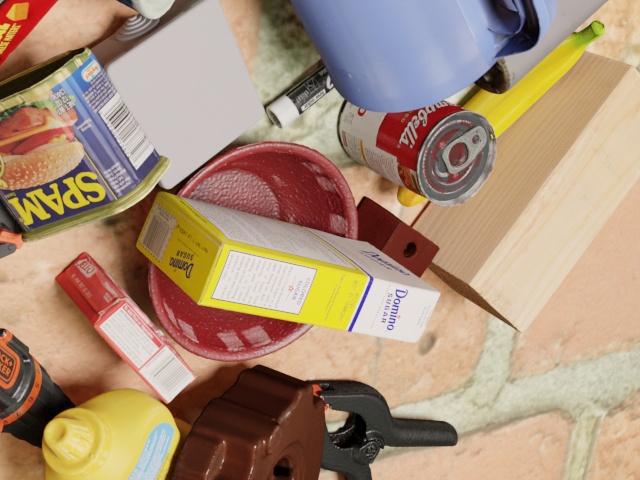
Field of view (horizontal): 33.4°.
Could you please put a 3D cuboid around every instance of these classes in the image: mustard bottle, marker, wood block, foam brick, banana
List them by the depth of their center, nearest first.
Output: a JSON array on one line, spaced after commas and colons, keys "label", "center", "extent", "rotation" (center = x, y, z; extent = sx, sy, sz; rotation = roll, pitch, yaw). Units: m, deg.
[{"label": "mustard bottle", "center": [-0.132, 0.149, 0.707], "extent": [0.096, 0.058, 0.191], "rotation": [-57, 156, -13]}, {"label": "marker", "center": [0.013, -0.121, 0.754], "extent": [0.121, 0.020, 0.020], "rotation": [-39, 128, -13]}, {"label": "foam brick", "center": [0.042, 0.017, 0.817], "extent": [0.052, 0.051, 0.078], "rotation": [33, 91, -40]}, {"label": "banana", "center": [0.130, -0.099, 0.817], "extent": [0.198, 0.069, 0.037], "rotation": [-44, 85, 4]}, {"label": "wood block", "center": [0.174, -0.043, 0.853], "extent": [0.206, 0.091, 0.090], "rotation": [-53, 130, -3]}]

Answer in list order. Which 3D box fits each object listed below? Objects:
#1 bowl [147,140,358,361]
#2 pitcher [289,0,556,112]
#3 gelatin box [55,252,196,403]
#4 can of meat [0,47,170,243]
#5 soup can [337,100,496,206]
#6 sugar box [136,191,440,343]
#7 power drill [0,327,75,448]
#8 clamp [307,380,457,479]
[{"label": "bowl", "center": [-0.055, 0.001, 0.740], "extent": [0.161, 0.055, 0.162], "rotation": [-15, 119, -29]}, {"label": "pitcher", "center": [0.027, -0.194, 0.605], "extent": [0.149, 0.145, 0.242], "rotation": [-23, 139, 13]}, {"label": "gelatin box", "center": [-0.128, 0.057, 0.705], "extent": [0.030, 0.073, 0.089], "rotation": [-41, 128, -9]}, {"label": "can of meat", "center": [-0.152, -0.055, 0.614], "extent": [0.084, 0.102, 0.057], "rotation": [59, 34, -23]}, {"label": "soup can", "center": [0.067, -0.072, 0.759], "extent": [0.068, 0.102, 0.068], "rotation": [-15, 119, -29]}, {"label": "sugar box", "center": [-0.018, 0.019, 0.677], "extent": [0.175, 0.093, 0.048], "rotation": [17, 102, -38]}, {"label": "power drill", "center": [-0.216, 0.142, 0.628], "extent": [0.184, 0.057, 0.187], "rotation": [58, 35, -53]}, {"label": "clamp", "center": [0.044, 0.163, 0.894], "extent": [0.120, 0.039, 0.171], "rotation": [-44, 128, -13]}]
